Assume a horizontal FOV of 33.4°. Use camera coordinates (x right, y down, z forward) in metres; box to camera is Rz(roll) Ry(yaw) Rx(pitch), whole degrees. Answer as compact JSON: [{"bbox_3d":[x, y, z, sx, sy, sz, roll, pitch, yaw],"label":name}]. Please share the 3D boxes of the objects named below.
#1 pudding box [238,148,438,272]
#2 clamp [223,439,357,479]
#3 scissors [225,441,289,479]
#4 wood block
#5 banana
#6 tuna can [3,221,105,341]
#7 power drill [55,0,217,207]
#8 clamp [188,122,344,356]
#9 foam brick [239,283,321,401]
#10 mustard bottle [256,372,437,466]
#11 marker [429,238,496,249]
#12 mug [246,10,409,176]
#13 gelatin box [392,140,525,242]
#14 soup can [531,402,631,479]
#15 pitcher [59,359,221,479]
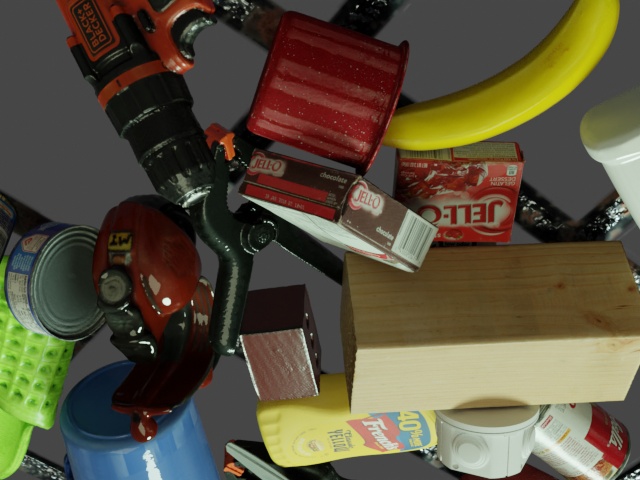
[{"bbox_3d":[0.013,-0.020,0.718,0.090,0.039,0.113,19,172,37],"label":"pudding box"},{"bbox_3d":[-0.011,0.246,0.991,0.209,0.036,0.165,28,124,-24],"label":"clamp"},{"bbox_3d":[-0.031,0.232,0.935,0.201,0.016,0.096,30,125,-31],"label":"scissors"},{"bbox_3d":[0.121,0.063,0.785,0.206,0.090,0.091,-3,139,-3],"label":"wood block"},{"bbox_3d":[0.124,-0.109,0.702,0.198,0.037,0.069,-39,101,26],"label":"banana"},{"bbox_3d":[-0.190,0.029,0.788,0.034,0.086,0.086,8,136,35],"label":"tuna can"},{"bbox_3d":[-0.059,-0.136,0.619,0.188,0.057,0.184,-30,83,17],"label":"power drill"},{"bbox_3d":[-0.055,0.001,0.766,0.120,0.039,0.171,-41,124,-20],"label":"clamp"},{"bbox_3d":[-0.031,0.082,0.848,0.051,0.053,0.078,-7,129,7],"label":"foam brick"},{"bbox_3d":[0.048,0.143,0.891,0.192,0.058,0.096,-9,135,8],"label":"mustard bottle"},{"bbox_3d":[0.070,-0.002,0.798,0.121,0.020,0.020,2,129,0],"label":"marker"},{"bbox_3d":[0.000,-0.093,0.692,0.081,0.093,0.117,18,164,-7],"label":"mug"},{"bbox_3d":[0.096,-0.034,0.764,0.089,0.030,0.073,2,129,0],"label":"gelatin box"},{"bbox_3d":[0.200,0.155,0.891,0.102,0.068,0.069,37,121,-24],"label":"soup can"},{"bbox_3d":[-0.153,0.220,0.927,0.149,0.145,0.243,-12,125,-5],"label":"pitcher"}]
